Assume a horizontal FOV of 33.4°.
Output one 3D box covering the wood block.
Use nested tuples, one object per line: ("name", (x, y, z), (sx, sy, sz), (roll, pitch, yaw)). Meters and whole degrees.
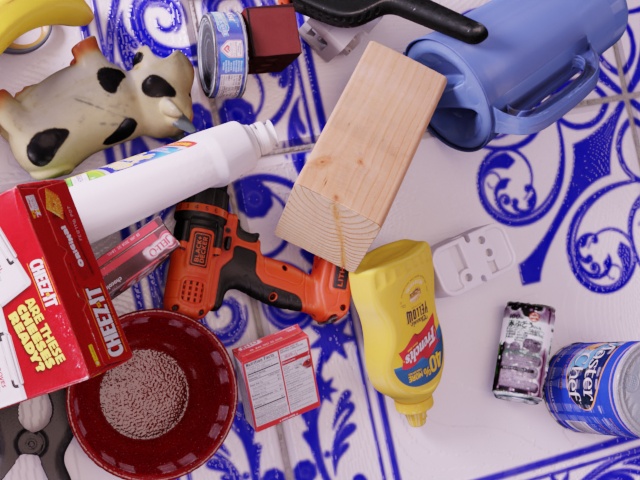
("wood block", (0.042, -0.085, 1.052), (0.090, 0.091, 0.206), (26, 55, -1))

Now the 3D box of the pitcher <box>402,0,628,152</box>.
("pitcher", (0.223, -0.202, 1.146), (0.242, 0.145, 0.149), (-34, 92, -22))

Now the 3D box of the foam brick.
("foam brick", (-0.057, -0.202, 1.080), (0.053, 0.078, 0.051), (-9, 87, -18))

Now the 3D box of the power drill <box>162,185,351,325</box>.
("power drill", (-0.057, 0.001, 1.069), (0.187, 0.057, 0.184), (12, 78, -16))

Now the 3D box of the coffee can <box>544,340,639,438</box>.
("coffee can", (0.317, 0.158, 1.134), (0.102, 0.140, 0.103), (2, 83, -19))

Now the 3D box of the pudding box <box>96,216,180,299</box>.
("pudding box", (-0.183, 0.025, 0.990), (0.090, 0.114, 0.039), (-35, 93, -19))

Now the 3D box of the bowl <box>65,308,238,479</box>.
("bowl", (-0.163, 0.146, 1.014), (0.162, 0.055, 0.162), (2, 83, -19))

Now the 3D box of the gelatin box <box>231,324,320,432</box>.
("gelatin box", (-0.043, 0.135, 1.052), (0.073, 0.030, 0.089), (-20, 119, -20))

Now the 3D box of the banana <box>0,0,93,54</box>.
("banana", (-0.271, -0.195, 0.972), (0.037, 0.070, 0.197), (21, 41, 15))

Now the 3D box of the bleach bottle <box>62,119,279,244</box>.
("bleach bottle", (-0.159, -0.054, 0.995), (0.250, 0.103, 0.068), (-23, 104, -12))

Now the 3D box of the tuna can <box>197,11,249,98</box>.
("tuna can", (-0.098, -0.184, 1.059), (0.033, 0.086, 0.086), (-4, 85, -18))

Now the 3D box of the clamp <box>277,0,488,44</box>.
("clamp", (0.063, -0.251, 1.075), (0.210, 0.036, 0.164), (-12, 62, -5))

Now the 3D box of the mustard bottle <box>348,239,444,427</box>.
("mustard bottle", (0.084, 0.102, 1.087), (0.096, 0.058, 0.191), (-27, 114, -42))

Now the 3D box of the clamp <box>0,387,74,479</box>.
("clamp", (-0.276, 0.192, 0.978), (0.120, 0.039, 0.171), (0, 77, -24))

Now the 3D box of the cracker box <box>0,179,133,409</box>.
("cracker box", (-0.281, 0.061, 0.908), (0.072, 0.214, 0.164), (-22, 91, -62))
